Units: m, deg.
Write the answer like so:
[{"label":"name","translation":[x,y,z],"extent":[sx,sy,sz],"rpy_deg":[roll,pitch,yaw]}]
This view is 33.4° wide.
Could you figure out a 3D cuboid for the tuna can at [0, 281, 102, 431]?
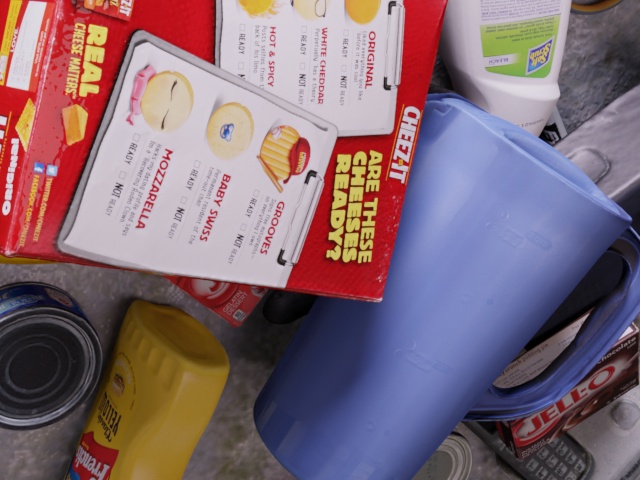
[{"label":"tuna can","translation":[-0.175,0.070,0.638],"extent":[0.086,0.034,0.086],"rpy_deg":[-13,118,-25]}]

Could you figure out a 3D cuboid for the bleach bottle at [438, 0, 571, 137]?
[{"label":"bleach bottle","translation":[0.110,-0.154,0.682],"extent":[0.102,0.068,0.251],"rpy_deg":[-9,121,-13]}]

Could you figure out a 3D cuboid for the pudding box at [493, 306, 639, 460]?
[{"label":"pudding box","translation":[0.177,0.103,0.779],"extent":[0.113,0.039,0.090],"rpy_deg":[-34,146,-6]}]

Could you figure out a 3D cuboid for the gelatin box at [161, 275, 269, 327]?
[{"label":"gelatin box","translation":[-0.055,0.001,0.678],"extent":[0.089,0.030,0.073],"rpy_deg":[-51,127,-1]}]

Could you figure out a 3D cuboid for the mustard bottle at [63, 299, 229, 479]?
[{"label":"mustard bottle","translation":[-0.121,0.140,0.663],"extent":[0.058,0.096,0.192],"rpy_deg":[15,104,-35]}]

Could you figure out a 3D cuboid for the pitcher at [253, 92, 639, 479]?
[{"label":"pitcher","translation":[0.073,0.046,0.648],"extent":[0.144,0.149,0.243],"rpy_deg":[16,113,-51]}]

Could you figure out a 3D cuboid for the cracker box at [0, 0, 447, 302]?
[{"label":"cracker box","translation":[-0.049,-0.064,0.502],"extent":[0.213,0.072,0.164],"rpy_deg":[9,95,-43]}]
